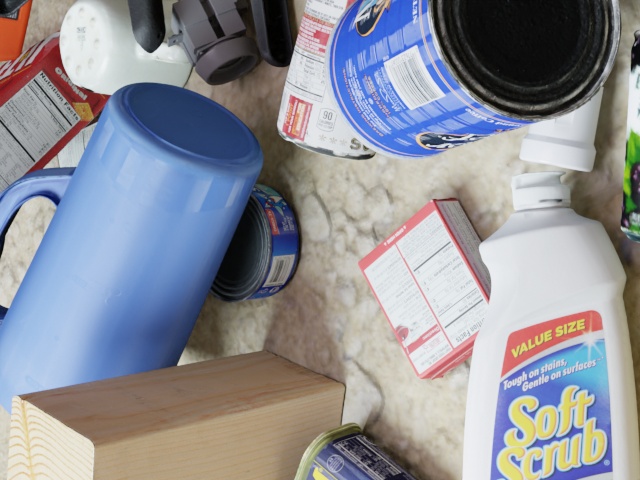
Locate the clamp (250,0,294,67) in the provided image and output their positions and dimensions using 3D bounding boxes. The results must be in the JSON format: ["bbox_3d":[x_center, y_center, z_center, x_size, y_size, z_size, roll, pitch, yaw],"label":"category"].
[{"bbox_3d":[-0.041,-0.206,0.740,0.172,0.039,0.120,51,120,33],"label":"clamp"}]

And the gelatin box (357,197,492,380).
[{"bbox_3d":[0.073,0.030,0.655,0.073,0.030,0.089,-43,65,35],"label":"gelatin box"}]

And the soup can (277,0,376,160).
[{"bbox_3d":[0.016,-0.109,0.672,0.069,0.068,0.102,30,113,38],"label":"soup can"}]

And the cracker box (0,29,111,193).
[{"bbox_3d":[-0.278,-0.074,0.859,0.164,0.213,0.072,-14,122,43],"label":"cracker box"}]

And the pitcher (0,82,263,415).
[{"bbox_3d":[-0.143,0.012,0.738,0.145,0.149,0.243,55,127,40],"label":"pitcher"}]

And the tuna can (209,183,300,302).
[{"bbox_3d":[-0.055,0.001,0.771,0.086,0.033,0.086,4,96,44],"label":"tuna can"}]

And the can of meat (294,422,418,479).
[{"bbox_3d":[0.025,0.185,0.694,0.084,0.057,0.102,34,116,34],"label":"can of meat"}]

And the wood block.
[{"bbox_3d":[-0.089,0.138,0.696,0.090,0.205,0.091,18,106,42],"label":"wood block"}]

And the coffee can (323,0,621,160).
[{"bbox_3d":[0.073,-0.102,0.559,0.140,0.102,0.103,170,94,-70],"label":"coffee can"}]

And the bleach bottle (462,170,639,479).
[{"bbox_3d":[0.118,0.089,0.580,0.103,0.068,0.251,-4,89,12],"label":"bleach bottle"}]
